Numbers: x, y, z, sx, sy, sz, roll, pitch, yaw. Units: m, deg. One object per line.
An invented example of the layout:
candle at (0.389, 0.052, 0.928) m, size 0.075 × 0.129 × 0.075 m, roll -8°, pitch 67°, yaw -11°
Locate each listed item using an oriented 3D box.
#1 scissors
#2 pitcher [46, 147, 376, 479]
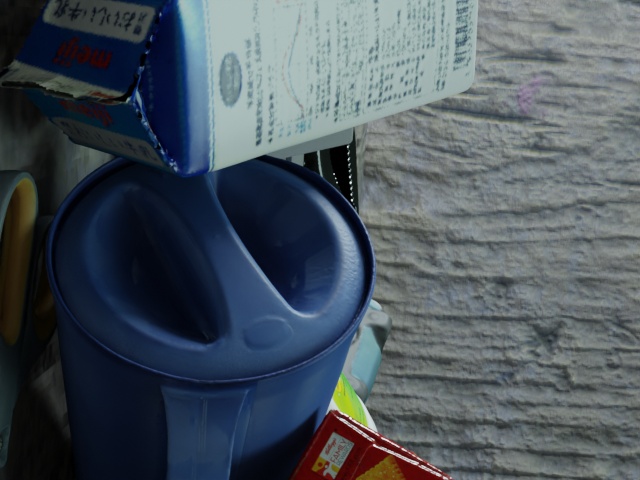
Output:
scissors at (-0.129, 0.071, 0.440) m, size 0.096 × 0.016 × 0.202 m, roll -29°, pitch 125°, yaw -83°
pitcher at (-0.060, 0.088, 0.506) m, size 0.149 × 0.145 × 0.243 m, roll -35°, pitch 151°, yaw -35°
